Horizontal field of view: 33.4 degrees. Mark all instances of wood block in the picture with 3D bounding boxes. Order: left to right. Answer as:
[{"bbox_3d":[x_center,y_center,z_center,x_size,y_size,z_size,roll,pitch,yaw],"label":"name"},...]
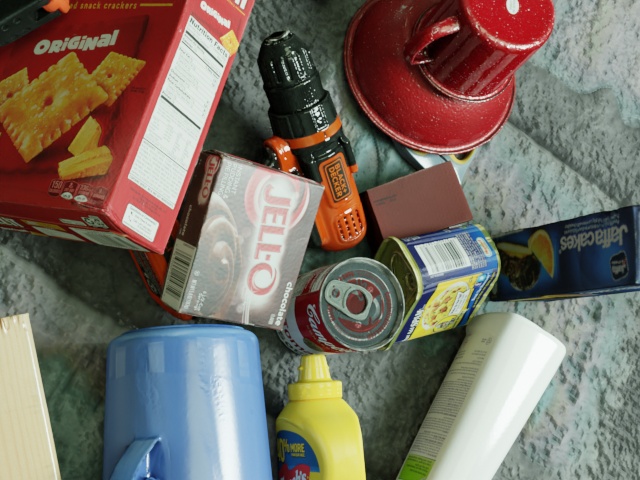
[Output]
[{"bbox_3d":[-0.224,0.160,0.704,0.090,0.090,0.206,-10,85,-25],"label":"wood block"}]

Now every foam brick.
[{"bbox_3d":[0.075,-0.027,0.872,0.078,0.051,0.053,-19,89,-10],"label":"foam brick"}]

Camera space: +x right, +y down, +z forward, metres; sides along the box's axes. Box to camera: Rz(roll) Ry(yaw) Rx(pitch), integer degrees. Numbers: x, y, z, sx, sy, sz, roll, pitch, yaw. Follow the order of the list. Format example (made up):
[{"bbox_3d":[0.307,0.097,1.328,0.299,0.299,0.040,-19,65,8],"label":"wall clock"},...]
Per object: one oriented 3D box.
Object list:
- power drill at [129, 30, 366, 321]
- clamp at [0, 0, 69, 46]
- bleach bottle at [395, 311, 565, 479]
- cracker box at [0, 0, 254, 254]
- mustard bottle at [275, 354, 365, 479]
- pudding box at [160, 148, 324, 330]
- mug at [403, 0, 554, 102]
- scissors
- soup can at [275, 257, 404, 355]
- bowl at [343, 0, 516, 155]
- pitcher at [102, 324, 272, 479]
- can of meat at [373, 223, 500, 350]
[{"bbox_3d":[-0.059,-0.041,0.795,0.187,0.057,0.184,-31,119,-21],"label":"power drill"},{"bbox_3d":[-0.255,-0.180,0.738,0.171,0.039,0.120,-3,80,11],"label":"clamp"},{"bbox_3d":[0.100,0.178,0.844,0.068,0.103,0.250,33,77,-6],"label":"bleach bottle"},{"bbox_3d":[-0.154,-0.108,0.735,0.072,0.164,0.213,39,64,-54],"label":"cracker box"},{"bbox_3d":[0.000,0.181,0.792,0.058,0.096,0.191,0,81,-23],"label":"mustard bottle"},{"bbox_3d":[-0.055,0.001,0.752,0.089,0.039,0.113,14,96,-36],"label":"pudding box"},{"bbox_3d":[0.119,-0.164,0.831,0.117,0.082,0.093,-15,78,-22],"label":"mug"},{"bbox_3d":[0.095,-0.039,0.912,0.096,0.016,0.202,13,76,-19],"label":"scissors"},{"bbox_3d":[0.011,0.053,0.814,0.068,0.102,0.068,4,80,-23],"label":"soup can"},{"bbox_3d":[0.104,-0.157,0.901,0.162,0.055,0.162,6,71,-17],"label":"bowl"},{"bbox_3d":[-0.095,0.182,0.729,0.144,0.149,0.243,1,78,-23],"label":"pitcher"},{"bbox_3d":[0.086,0.035,0.850,0.083,0.102,0.057,-11,57,-27],"label":"can of meat"}]
